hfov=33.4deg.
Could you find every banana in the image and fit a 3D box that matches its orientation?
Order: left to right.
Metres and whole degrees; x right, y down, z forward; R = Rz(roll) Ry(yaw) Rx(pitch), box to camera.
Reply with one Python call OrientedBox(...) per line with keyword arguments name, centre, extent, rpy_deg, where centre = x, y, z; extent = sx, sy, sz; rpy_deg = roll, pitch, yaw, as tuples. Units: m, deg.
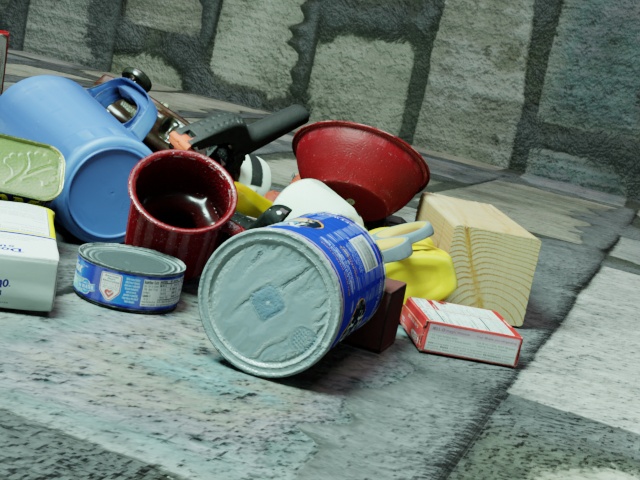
OrientedBox(name="banana", centre=(-0.040, -0.028, 1.195), extent=(0.197, 0.037, 0.070), rpy_deg=(15, -36, -37))

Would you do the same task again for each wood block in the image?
OrientedBox(name="wood block", centre=(0.155, 0.014, 1.131), extent=(0.090, 0.091, 0.206), rpy_deg=(11, 11, -6))

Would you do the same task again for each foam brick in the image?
OrientedBox(name="foam brick", centre=(0.024, 0.053, 0.878), extent=(0.078, 0.051, 0.053), rpy_deg=(15, 12, 17))

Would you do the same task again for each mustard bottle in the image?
OrientedBox(name="mustard bottle", centre=(0.068, 0.024, 1.040), extent=(0.096, 0.058, 0.191), rpy_deg=(-17, 12, -2))

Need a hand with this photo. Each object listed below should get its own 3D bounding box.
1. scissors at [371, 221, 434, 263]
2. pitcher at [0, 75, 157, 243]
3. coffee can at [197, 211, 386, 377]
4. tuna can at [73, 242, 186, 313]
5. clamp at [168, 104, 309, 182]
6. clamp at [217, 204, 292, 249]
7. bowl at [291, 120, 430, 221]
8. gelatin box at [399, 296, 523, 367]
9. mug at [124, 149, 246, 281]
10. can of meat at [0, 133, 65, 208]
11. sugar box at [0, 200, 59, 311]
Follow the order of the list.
OrientedBox(name="scissors", centre=(0.025, 0.006, 1.001), extent=(0.096, 0.016, 0.202), rpy_deg=(-25, 13, -33))
OrientedBox(name="pitcher", centre=(-0.242, -0.088, 1.090), extent=(0.144, 0.149, 0.243), rpy_deg=(6, 15, -32))
OrientedBox(name="coffee can", centre=(-0.016, 0.035, 0.785), extent=(0.103, 0.103, 0.140), rpy_deg=(15, 11, 14))
OrientedBox(name="tuna can", centre=(-0.152, 0.029, 0.848), extent=(0.086, 0.034, 0.086), rpy_deg=(12, 10, -2))
OrientedBox(name="clamp", centre=(-0.093, -0.098, 1.147), extent=(0.036, 0.164, 0.209), rpy_deg=(40, 5, 20))
OrientedBox(name="clamp", centre=(-0.056, 0.001, 0.962), extent=(0.172, 0.120, 0.039), rpy_deg=(17, 51, 41))
OrientedBox(name="bowl", centre=(0.038, -0.067, 1.193), extent=(0.162, 0.055, 0.162), rpy_deg=(14, -24, 6))
OrientedBox(name="gelatin box", centre=(0.119, 0.078, 0.916), extent=(0.089, 0.030, 0.073), rpy_deg=(10, 12, -11))
OrientedBox(name="mug", centre=(-0.114, -0.013, 0.922), extent=(0.117, 0.082, 0.093), rpy_deg=(25, 48, 2))
OrientedBox(name="can of meat", centre=(-0.285, -0.048, 0.933), extent=(0.102, 0.057, 0.084), rpy_deg=(12, -32, -25))
OrientedBox(name="sugar box", centre=(-0.252, 0.007, 0.821), extent=(0.093, 0.048, 0.176), rpy_deg=(7, 14, -16))
